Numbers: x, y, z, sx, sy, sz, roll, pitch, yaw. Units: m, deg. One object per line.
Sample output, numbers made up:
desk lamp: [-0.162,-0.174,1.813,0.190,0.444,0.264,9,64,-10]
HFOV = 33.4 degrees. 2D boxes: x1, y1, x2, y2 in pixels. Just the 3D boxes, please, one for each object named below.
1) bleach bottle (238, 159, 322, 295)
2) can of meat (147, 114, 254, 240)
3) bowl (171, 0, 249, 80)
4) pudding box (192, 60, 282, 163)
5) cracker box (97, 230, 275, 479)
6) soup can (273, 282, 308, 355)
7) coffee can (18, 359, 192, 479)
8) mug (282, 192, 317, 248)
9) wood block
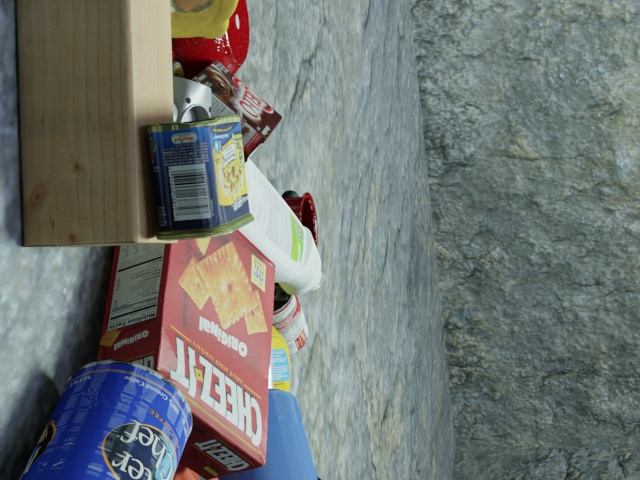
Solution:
bleach bottle: [-0.057,0.001,1.136,0.250,0.068,0.102,48,39,-56]
can of meat: [-0.089,-0.049,0.797,0.102,0.057,0.084,-39,125,-76]
bowl: [-0.113,-0.230,1.128,0.162,0.055,0.162,-1,90,-78]
pudding box: [-0.088,-0.127,1.046,0.090,0.039,0.113,39,20,-7]
cracker box: [-0.109,0.074,0.928,0.164,0.072,0.213,47,33,-44]
soup can: [-0.056,0.090,1.305,0.102,0.068,0.068,73,20,-51]
coffee can: [-0.158,0.169,0.761,0.140,0.103,0.103,-75,159,-53]
mug: [-0.054,-0.005,1.295,0.117,0.081,0.093,-74,158,-54]
wood block: [-0.165,-0.099,0.800,0.090,0.090,0.206,1,87,-78]
